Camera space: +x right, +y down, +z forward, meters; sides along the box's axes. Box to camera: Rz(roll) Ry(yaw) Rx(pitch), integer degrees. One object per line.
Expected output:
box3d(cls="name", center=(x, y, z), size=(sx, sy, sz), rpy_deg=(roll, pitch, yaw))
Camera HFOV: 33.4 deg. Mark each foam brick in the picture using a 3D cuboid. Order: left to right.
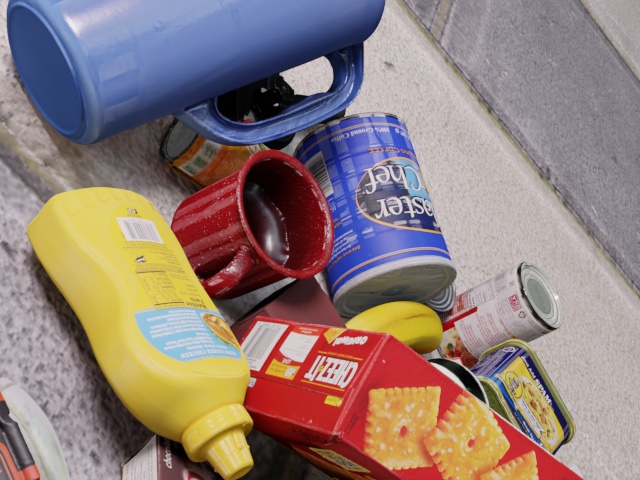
box3d(cls="foam brick", center=(-0.028, 0.066, 0.760), size=(0.051, 0.053, 0.078), rpy_deg=(57, 31, -3))

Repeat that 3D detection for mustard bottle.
box3d(cls="mustard bottle", center=(-0.094, 0.056, 0.628), size=(0.096, 0.058, 0.192), rpy_deg=(9, 42, -57))

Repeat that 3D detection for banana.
box3d(cls="banana", center=(0.056, 0.077, 0.855), size=(0.197, 0.070, 0.037), rpy_deg=(-7, 57, -55))

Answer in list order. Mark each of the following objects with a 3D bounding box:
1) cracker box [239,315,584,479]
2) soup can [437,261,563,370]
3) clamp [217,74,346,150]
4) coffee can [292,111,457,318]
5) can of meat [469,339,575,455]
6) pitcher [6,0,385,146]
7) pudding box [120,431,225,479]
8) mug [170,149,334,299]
box3d(cls="cracker box", center=(0.057, 0.134, 0.657), size=(0.213, 0.164, 0.072), rpy_deg=(39, 72, -23))
box3d(cls="soup can", center=(0.159, 0.070, 0.968), size=(0.068, 0.102, 0.068), rpy_deg=(34, 39, -34))
box3d(cls="clamp", center=(-0.035, -0.118, 0.919), size=(0.120, 0.039, 0.171), rpy_deg=(43, 41, -16))
box3d(cls="coffee can", center=(0.043, -0.020, 0.882), size=(0.102, 0.103, 0.140), rpy_deg=(14, 53, -49))
box3d(cls="can of meat", center=(0.157, 0.145, 0.887), size=(0.083, 0.058, 0.102), rpy_deg=(-27, 87, -55))
box3d(cls="pitcher", center=(-0.078, -0.148, 0.730), size=(0.242, 0.145, 0.149), rpy_deg=(-30, 62, -29))
box3d(cls="pudding box", center=(-0.068, 0.169, 0.593), size=(0.090, 0.039, 0.113), rpy_deg=(44, 8, -24))
box3d(cls="mug", center=(-0.055, 0.001, 0.742), size=(0.093, 0.082, 0.117), rpy_deg=(50, 42, -20))
